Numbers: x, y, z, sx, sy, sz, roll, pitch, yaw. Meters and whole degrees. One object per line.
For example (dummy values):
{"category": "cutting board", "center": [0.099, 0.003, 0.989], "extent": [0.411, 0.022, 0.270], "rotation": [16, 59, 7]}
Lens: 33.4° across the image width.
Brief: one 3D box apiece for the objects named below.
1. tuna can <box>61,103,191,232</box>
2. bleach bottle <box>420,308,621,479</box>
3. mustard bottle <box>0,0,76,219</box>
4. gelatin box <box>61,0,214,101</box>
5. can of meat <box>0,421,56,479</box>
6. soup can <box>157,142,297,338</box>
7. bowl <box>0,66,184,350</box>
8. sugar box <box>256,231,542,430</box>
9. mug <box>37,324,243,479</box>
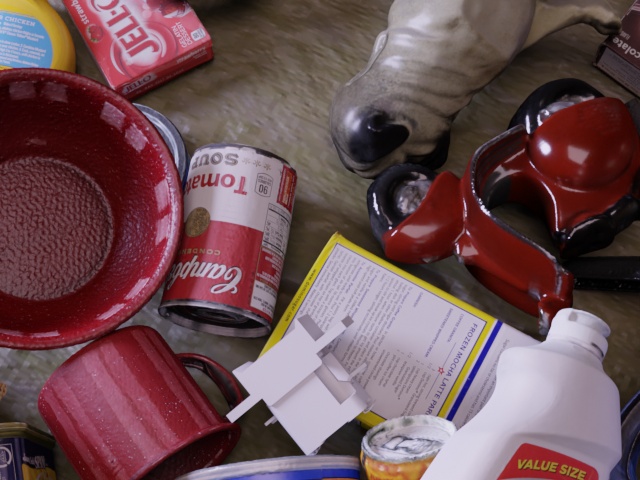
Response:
{"category": "tuna can", "center": [-0.124, -0.043, 0.676], "extent": [0.086, 0.034, 0.086], "rotation": [0, 72, 1]}
{"category": "bleach bottle", "center": [0.078, 0.140, 0.512], "extent": [0.102, 0.068, 0.250], "rotation": [34, 66, -13]}
{"category": "mustard bottle", "center": [-0.210, -0.104, 0.685], "extent": [0.096, 0.058, 0.191], "rotation": [8, 72, 2]}
{"category": "gelatin box", "center": [-0.123, -0.145, 0.712], "extent": [0.073, 0.030, 0.089], "rotation": [-28, 73, -8]}
{"category": "can of meat", "center": [-0.173, 0.150, 0.579], "extent": [0.057, 0.102, 0.084], "rotation": [-12, 74, -4]}
{"category": "soup can", "center": [-0.054, 0.001, 0.643], "extent": [0.068, 0.068, 0.102], "rotation": [9, 72, 4]}
{"category": "bowl", "center": [-0.161, -0.014, 0.609], "extent": [0.162, 0.055, 0.162], "rotation": [4, 75, -14]}
{"category": "sugar box", "center": [0.061, 0.077, 0.627], "extent": [0.176, 0.048, 0.093], "rotation": [29, 79, 7]}
{"category": "mug", "center": [-0.096, 0.098, 0.608], "extent": [0.117, 0.093, 0.081], "rotation": [-23, 64, -39]}
